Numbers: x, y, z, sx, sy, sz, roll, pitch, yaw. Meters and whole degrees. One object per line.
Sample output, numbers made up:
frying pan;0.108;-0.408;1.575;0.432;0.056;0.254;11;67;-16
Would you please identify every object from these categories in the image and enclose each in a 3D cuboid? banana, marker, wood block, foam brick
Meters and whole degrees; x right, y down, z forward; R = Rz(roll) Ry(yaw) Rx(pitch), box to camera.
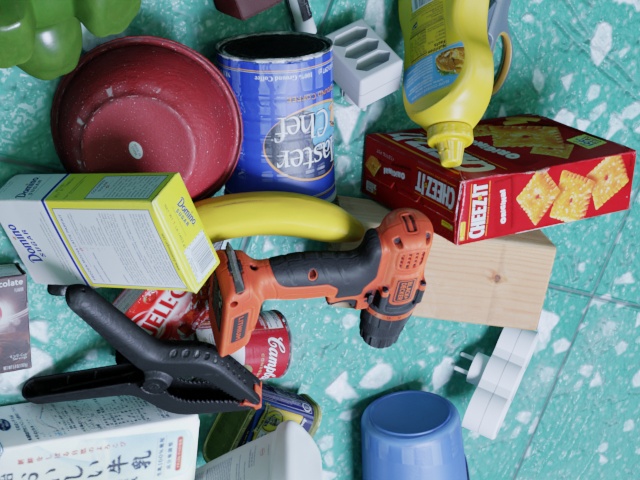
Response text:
banana;-0.061;-0.011;0.905;0.197;0.037;0.069;-12;135;-4
marker;-0.027;-0.238;0.945;0.020;0.020;0.121;-28;123;-19
wood block;0.113;0.022;1.052;0.206;0.090;0.091;8;107;-7
foam brick;-0.068;-0.235;0.901;0.053;0.051;0.078;-31;123;-17

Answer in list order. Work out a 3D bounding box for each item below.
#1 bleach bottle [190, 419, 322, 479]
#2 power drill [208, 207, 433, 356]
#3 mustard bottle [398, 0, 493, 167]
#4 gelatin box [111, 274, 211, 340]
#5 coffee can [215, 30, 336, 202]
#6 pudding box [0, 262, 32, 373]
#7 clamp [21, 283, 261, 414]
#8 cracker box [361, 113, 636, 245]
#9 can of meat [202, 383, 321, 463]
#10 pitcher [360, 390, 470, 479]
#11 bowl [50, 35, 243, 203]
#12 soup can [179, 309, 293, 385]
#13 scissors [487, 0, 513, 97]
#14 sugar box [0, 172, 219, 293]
bleach bottle;-0.121;0.263;1.026;0.251;0.102;0.068;-24;126;18
power drill;-0.001;0.049;0.928;0.187;0.057;0.184;-10;144;-15
mustard bottle;0.114;-0.159;0.967;0.058;0.096;0.191;12;69;-37
gelatin box;-0.135;0.056;0.953;0.089;0.030;0.073;-48;129;4
coffee can;-0.038;-0.105;0.944;0.102;0.103;0.140;-14;117;-26
pudding box;-0.303;0.071;0.896;0.113;0.039;0.090;-9;115;-28
clamp;-0.155;0.119;0.947;0.209;0.036;0.165;22;134;-23
cracker box;0.173;-0.069;1.052;0.213;0.164;0.072;-10;114;-28
can of meat;-0.061;0.197;1.090;0.083;0.058;0.102;23;97;-34
pitcher;0.114;0.291;1.204;0.145;0.149;0.243;-7;113;-4
bowl;-0.145;-0.083;0.875;0.162;0.055;0.162;0;115;0
soup can;-0.086;0.103;1.026;0.102;0.069;0.068;-2;111;-31
scissors;0.167;-0.242;1.066;0.096;0.016;0.202;-8;114;-29
sugar box;-0.176;-0.008;0.861;0.048;0.176;0.093;-54;135;-40
